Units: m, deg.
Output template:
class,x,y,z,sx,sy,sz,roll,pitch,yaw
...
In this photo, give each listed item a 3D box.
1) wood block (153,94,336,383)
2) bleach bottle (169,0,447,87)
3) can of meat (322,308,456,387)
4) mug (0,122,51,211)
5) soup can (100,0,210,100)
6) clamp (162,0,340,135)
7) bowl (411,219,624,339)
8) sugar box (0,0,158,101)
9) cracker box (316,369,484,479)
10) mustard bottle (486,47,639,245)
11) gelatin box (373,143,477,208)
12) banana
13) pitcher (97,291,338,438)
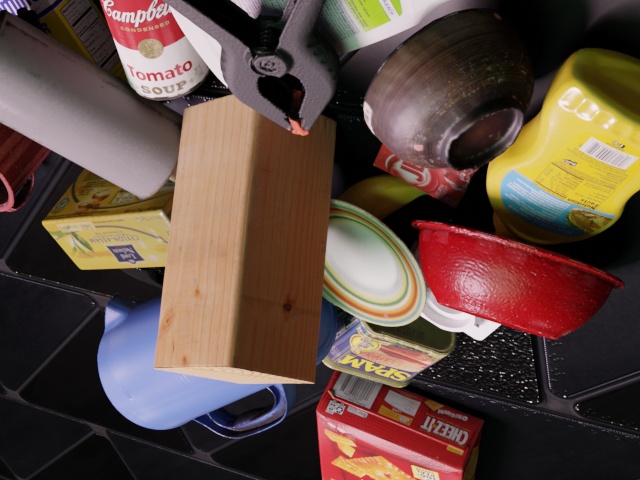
class,x,y,z,sx,sy,sz,roll,pitch,yaw
wood block,-0.055,0.001,0.816,0.090,0.206,0.090,-7,162,43
bleach bottle,0.023,-0.165,0.688,0.251,0.068,0.102,-4,139,37
can of meat,0.061,0.085,0.968,0.102,0.057,0.084,19,147,-19
mug,-0.309,-0.080,1.033,0.093,0.081,0.117,11,142,26
soup can,-0.124,-0.164,0.795,0.069,0.068,0.102,16,144,21
clamp,-0.042,-0.128,0.678,0.120,0.039,0.171,8,149,11
bowl,0.138,0.034,0.791,0.162,0.055,0.162,17,177,1
sugar box,-0.214,-0.161,0.889,0.094,0.048,0.176,-2,136,39
cracker box,0.083,0.240,1.154,0.164,0.072,0.214,20,145,17
mustard bottle,0.168,-0.046,0.729,0.096,0.058,0.192,22,147,-7
gelatin box,0.086,-0.071,0.786,0.073,0.030,0.089,29,146,3
banana,0.036,-0.006,0.903,0.069,0.037,0.198,34,146,-2
pitcher,-0.089,0.100,0.995,0.149,0.145,0.243,9,158,-36
